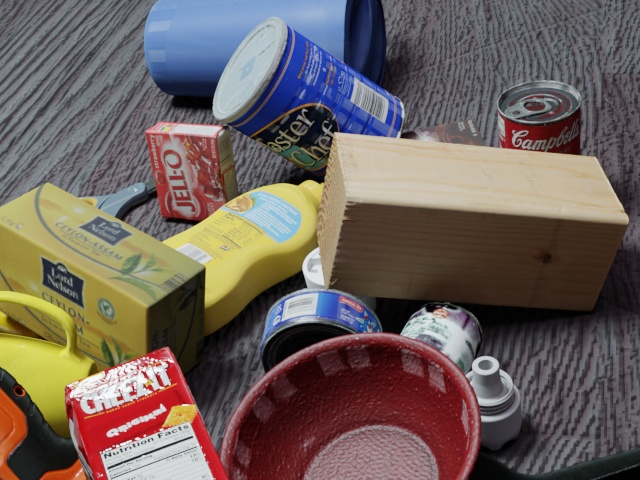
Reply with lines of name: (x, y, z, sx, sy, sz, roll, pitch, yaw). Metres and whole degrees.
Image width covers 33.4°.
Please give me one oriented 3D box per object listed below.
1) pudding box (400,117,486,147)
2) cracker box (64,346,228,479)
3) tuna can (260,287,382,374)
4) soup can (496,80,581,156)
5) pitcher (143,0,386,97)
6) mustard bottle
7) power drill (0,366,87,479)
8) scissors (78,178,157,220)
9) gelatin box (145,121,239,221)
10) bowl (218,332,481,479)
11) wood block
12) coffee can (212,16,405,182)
pudding box: (0.107, -0.059, 0.952, 0.090, 0.039, 0.113, -11, 36, 0)
cracker box: (-0.067, 0.188, 0.559, 0.072, 0.164, 0.214, -18, 37, -14)
tuna can: (0.001, 0.076, 0.758, 0.086, 0.086, 0.033, -3, 38, 10)
soup can: (0.185, -0.074, 0.900, 0.068, 0.102, 0.068, -7, 36, 5)
pitcher: (-0.056, -0.217, 1.135, 0.243, 0.145, 0.149, 2, 7, 22)
mustard bottle: (-0.056, 0.001, 0.896, 0.191, 0.058, 0.096, -34, 43, -29)
power drill: (-0.216, 0.146, 0.666, 0.187, 0.057, 0.184, 42, 52, -3)
scissors: (-0.176, -0.032, 1.009, 0.201, 0.016, 0.096, -18, 38, -10)
gelatin box: (-0.115, -0.061, 0.968, 0.073, 0.089, 0.030, 7, 30, 23)
bowl: (0.022, 0.134, 0.647, 0.162, 0.055, 0.162, -13, 42, 12)
wood block: (0.107, -0.013, 0.799, 0.206, 0.091, 0.090, 5, 36, -10)
coffee can: (-0.010, -0.118, 0.950, 0.103, 0.140, 0.103, -41, 32, 34)
